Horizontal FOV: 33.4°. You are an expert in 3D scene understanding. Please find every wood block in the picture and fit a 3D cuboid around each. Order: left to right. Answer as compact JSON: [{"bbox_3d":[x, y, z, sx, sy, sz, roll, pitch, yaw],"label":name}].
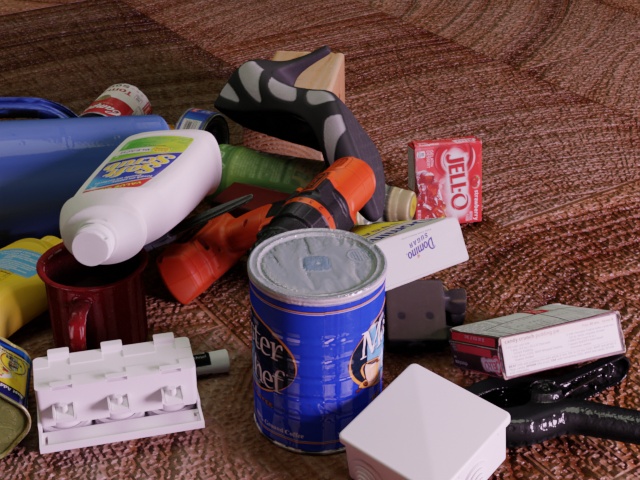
[{"bbox_3d":[-0.027,-0.144,1.252,0.090,0.091,0.206,3,29,8],"label":"wood block"}]

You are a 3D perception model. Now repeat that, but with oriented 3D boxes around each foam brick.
[{"bbox_3d":[-0.065,-0.020,1.070,0.078,0.053,0.051,12,32,22],"label":"foam brick"}]

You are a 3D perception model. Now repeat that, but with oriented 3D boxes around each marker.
[{"bbox_3d":[-0.135,0.108,0.878,0.121,0.020,0.020,-8,30,-14],"label":"marker"}]

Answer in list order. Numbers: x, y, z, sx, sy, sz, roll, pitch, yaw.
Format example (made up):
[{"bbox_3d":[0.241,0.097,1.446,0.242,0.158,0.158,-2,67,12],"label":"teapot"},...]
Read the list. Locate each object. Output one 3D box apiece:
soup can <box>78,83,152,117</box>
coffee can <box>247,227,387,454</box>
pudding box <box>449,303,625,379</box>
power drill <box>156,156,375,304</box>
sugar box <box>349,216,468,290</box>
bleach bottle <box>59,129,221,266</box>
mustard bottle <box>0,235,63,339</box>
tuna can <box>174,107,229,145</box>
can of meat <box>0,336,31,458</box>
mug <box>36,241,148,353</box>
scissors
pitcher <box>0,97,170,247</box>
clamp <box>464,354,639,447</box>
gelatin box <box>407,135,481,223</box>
[{"bbox_3d":[-0.247,-0.139,1.269,0.068,0.068,0.102,5,29,10],"label":"soup can"},{"bbox_3d":[-0.002,0.076,0.811,0.103,0.140,0.103,0,29,0],"label":"coffee can"},{"bbox_3d":[0.174,0.082,0.869,0.113,0.039,0.090,-12,5,-18],"label":"pudding box"},{"bbox_3d":[-0.056,0.001,0.945,0.188,0.057,0.184,-18,16,37],"label":"power drill"},{"bbox_3d":[0.042,0.012,0.945,0.093,0.048,0.176,-19,4,-27],"label":"sugar box"},{"bbox_3d":[-0.156,-0.035,0.925,0.102,0.068,0.250,-2,19,5],"label":"bleach bottle"},{"bbox_3d":[-0.283,0.046,0.949,0.096,0.058,0.191,3,27,29],"label":"mustard bottle"},{"bbox_3d":[-0.133,-0.103,1.185,0.034,0.086,0.086,12,32,18],"label":"tuna can"},{"bbox_3d":[-0.269,0.106,0.809,0.102,0.057,0.084,37,14,-25],"label":"can of meat"},{"bbox_3d":[-0.191,0.058,0.904,0.093,0.081,0.117,0,29,0],"label":"mug"},{"bbox_3d":[-0.157,0.008,0.978,0.202,0.016,0.096,-14,31,35],"label":"scissors"},{"bbox_3d":[-0.274,-0.072,1.085,0.242,0.149,0.145,-9,13,-21],"label":"pitcher"},{"bbox_3d":[0.179,0.124,0.829,0.171,0.039,0.120,0,15,6],"label":"clamp"},{"bbox_3d":[0.129,-0.061,1.103,0.073,0.089,0.030,-6,21,-11],"label":"gelatin box"}]
